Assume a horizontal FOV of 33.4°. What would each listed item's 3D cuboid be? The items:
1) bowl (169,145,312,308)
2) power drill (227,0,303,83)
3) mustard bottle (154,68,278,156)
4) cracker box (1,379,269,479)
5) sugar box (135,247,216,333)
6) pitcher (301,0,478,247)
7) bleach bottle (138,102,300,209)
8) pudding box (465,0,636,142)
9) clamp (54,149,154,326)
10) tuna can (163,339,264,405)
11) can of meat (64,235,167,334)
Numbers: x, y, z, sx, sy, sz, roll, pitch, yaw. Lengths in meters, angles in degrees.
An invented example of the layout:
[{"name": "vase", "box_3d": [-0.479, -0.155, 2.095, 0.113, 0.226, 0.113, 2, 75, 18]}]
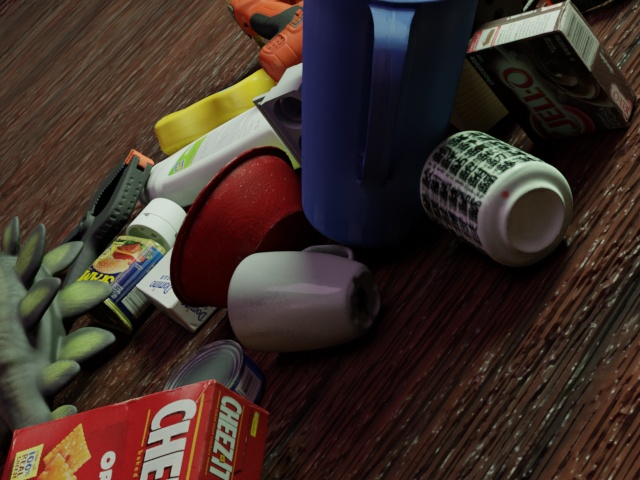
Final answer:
[{"name": "bowl", "box_3d": [-0.056, 0.001, 0.929, 0.055, 0.162, 0.162, 32, 70, 25]}, {"name": "power drill", "box_3d": [-0.013, -0.263, 1.179, 0.184, 0.057, 0.188, -39, 33, -3]}, {"name": "mustard bottle", "box_3d": [-0.092, -0.152, 1.230, 0.192, 0.058, 0.096, -23, -6, 27]}, {"name": "cracker box", "box_3d": [-0.148, 0.201, 0.758, 0.214, 0.072, 0.164, -19, 49, 33]}, {"name": "sugar box", "box_3d": [-0.093, 0.004, 1.042, 0.176, 0.048, 0.093, -49, 29, -10]}, {"name": "pitcher", "box_3d": [0.044, -0.109, 0.828, 0.149, 0.243, 0.145, -29, 50, -34]}, {"name": "bleach bottle", "box_3d": [-0.110, -0.091, 1.182, 0.251, 0.068, 0.102, -18, 30, 39]}, {"name": "pudding box", "box_3d": [0.181, -0.129, 0.837, 0.090, 0.113, 0.039, -7, 46, 45]}, {"name": "clamp", "box_3d": [-0.262, -0.012, 1.228, 0.210, 0.036, 0.165, -59, 28, 1]}, {"name": "tuna can", "box_3d": [-0.089, 0.125, 0.873, 0.086, 0.033, 0.086, -29, 30, 19]}, {"name": "can of meat", "box_3d": [-0.203, 0.043, 1.104, 0.083, 0.057, 0.102, -49, 30, -22]}]
